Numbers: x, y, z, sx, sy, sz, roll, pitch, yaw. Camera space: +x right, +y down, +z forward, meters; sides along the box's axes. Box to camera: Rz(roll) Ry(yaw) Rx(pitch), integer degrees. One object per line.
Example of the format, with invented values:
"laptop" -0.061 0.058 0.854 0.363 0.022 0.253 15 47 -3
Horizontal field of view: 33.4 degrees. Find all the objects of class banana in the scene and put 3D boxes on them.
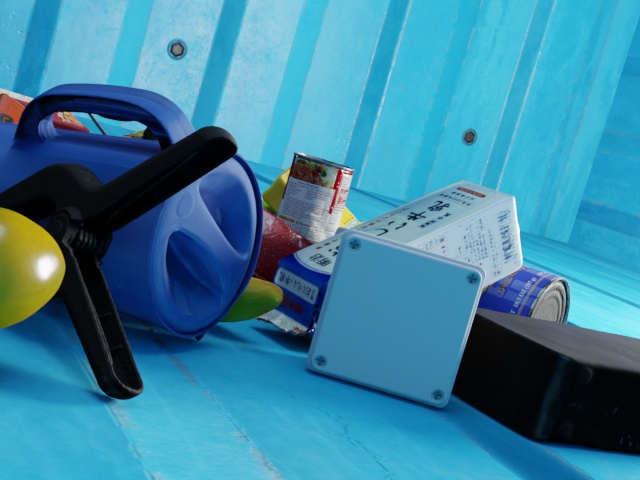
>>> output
"banana" -0.117 0.025 0.847 0.198 0.070 0.037 26 47 21

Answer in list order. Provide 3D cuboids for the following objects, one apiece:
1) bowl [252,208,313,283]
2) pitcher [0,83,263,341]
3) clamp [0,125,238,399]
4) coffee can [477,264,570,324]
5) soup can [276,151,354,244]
"bowl" -0.057 0.001 1.005 0.162 0.055 0.162 36 0 0
"pitcher" -0.174 -0.029 0.782 0.243 0.149 0.144 13 -8 27
"clamp" -0.143 -0.009 0.661 0.210 0.164 0.036 20 -10 43
"coffee can" 0.150 0.062 1.011 0.140 0.103 0.102 20 8 32
"soup can" -0.009 -0.037 1.149 0.068 0.102 0.068 16 7 -2
